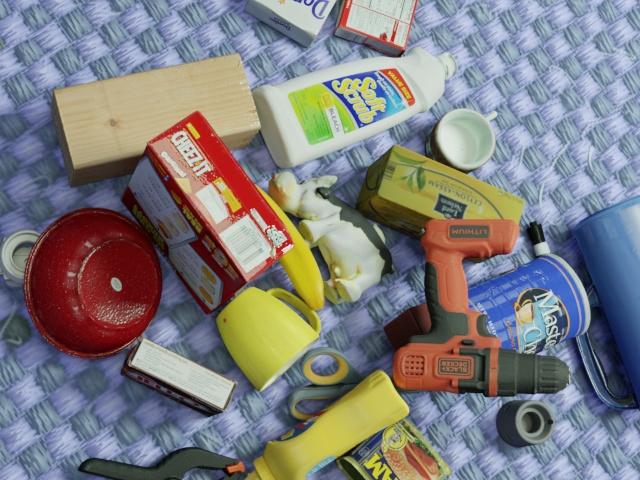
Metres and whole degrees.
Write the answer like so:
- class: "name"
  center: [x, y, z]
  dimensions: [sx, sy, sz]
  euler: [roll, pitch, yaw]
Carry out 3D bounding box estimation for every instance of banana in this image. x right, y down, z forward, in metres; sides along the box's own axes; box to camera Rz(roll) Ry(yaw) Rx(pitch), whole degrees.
- class: "banana"
  center: [-0.055, -0.008, 1.184]
  dimensions: [0.037, 0.070, 0.198]
  euler: [-40, 84, -27]

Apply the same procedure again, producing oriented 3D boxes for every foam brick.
- class: "foam brick"
  center: [0.119, 0.115, 1.207]
  dimensions: [0.051, 0.053, 0.078]
  euler: [-17, 74, -42]

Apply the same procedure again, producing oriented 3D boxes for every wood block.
- class: "wood block"
  center: [-0.182, -0.133, 1.173]
  dimensions: [0.205, 0.090, 0.091]
  euler: [-14, 83, -17]

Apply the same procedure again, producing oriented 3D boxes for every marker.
- class: "marker"
  center: [0.276, 0.034, 1.295]
  dimensions: [0.020, 0.020, 0.121]
  euler: [-15, 83, -17]

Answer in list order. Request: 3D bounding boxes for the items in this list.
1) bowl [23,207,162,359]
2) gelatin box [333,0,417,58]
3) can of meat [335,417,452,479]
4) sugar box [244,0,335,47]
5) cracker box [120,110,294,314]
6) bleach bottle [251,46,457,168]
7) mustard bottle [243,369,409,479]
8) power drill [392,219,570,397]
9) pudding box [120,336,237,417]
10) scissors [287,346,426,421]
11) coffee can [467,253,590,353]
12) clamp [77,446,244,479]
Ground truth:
- class: "bowl"
  center: [-0.222, 0.045, 1.110]
  dimensions: [0.161, 0.055, 0.162]
  euler: [1, 89, -38]
- class: "gelatin box"
  center: [0.068, -0.272, 1.299]
  dimensions: [0.089, 0.030, 0.073]
  euler: [18, 73, -11]
- class: "can of meat"
  center: [0.083, 0.252, 1.180]
  dimensions: [0.083, 0.057, 0.102]
  euler: [-40, 90, -21]
- class: "sugar box"
  center: [-0.010, -0.330, 1.283]
  dimensions: [0.093, 0.048, 0.176]
  euler: [29, 72, -7]
- class: "cracker box"
  center: [-0.121, -0.022, 1.101]
  dimensions: [0.072, 0.214, 0.164]
  euler: [-36, 90, -20]
- class: "bleach bottle"
  center: [0.049, -0.173, 1.254]
  dimensions: [0.250, 0.068, 0.102]
  euler: [-25, 98, -20]
- class: "mustard bottle"
  center: [0.002, 0.212, 1.141]
  dimensions: [0.191, 0.096, 0.058]
  euler: [-33, 84, -2]
- class: "power drill"
  center: [0.171, 0.072, 1.132]
  dimensions: [0.184, 0.057, 0.187]
  euler: [2, 73, 9]
- class: "pudding box"
  center: [-0.151, 0.145, 1.123]
  dimensions: [0.113, 0.090, 0.039]
  euler: [25, 73, -9]
- class: "scissors"
  center: [0.057, 0.150, 1.197]
  dimensions: [0.201, 0.016, 0.096]
  euler: [-14, 114, -16]
- class: "coffee can"
  center: [0.221, 0.087, 1.226]
  dimensions: [0.140, 0.103, 0.103]
  euler: [-21, 85, -18]
- class: "clamp"
  center: [-0.167, 0.258, 1.123]
  dimensions: [0.171, 0.039, 0.120]
  euler: [-25, 90, -24]
